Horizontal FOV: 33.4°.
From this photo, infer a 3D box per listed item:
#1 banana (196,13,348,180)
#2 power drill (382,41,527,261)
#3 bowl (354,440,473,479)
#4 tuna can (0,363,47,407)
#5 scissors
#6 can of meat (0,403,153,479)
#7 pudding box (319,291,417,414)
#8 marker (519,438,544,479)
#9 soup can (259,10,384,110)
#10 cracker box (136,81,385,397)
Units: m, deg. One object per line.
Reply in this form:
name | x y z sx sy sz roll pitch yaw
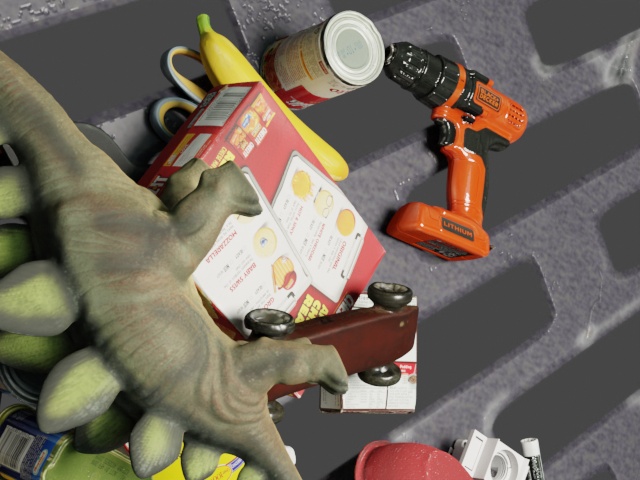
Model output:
banana | -0.042 -0.114 0.931 0.197 0.037 0.069 48 36 -20
power drill | 0.121 -0.086 1.049 0.184 0.057 0.187 22 73 -30
bowl | 0.103 0.241 0.951 0.162 0.055 0.162 41 28 -28
tuna can | -0.205 0.078 0.784 0.085 0.034 0.086 -4 97 -41
scissors | -0.071 -0.086 0.944 0.201 0.016 0.096 43 60 -22
can of meat | -0.184 0.168 0.782 0.102 0.084 0.057 41 67 -41
pudding box | 0.045 0.104 0.989 0.089 0.039 0.113 6 79 -33
marker | 0.225 0.266 1.103 0.020 0.020 0.121 -10 91 -35
soup can | 0.001 -0.159 0.950 0.068 0.102 0.068 5 82 -34
cracker box | -0.056 0.001 0.886 0.213 0.072 0.164 52 58 -35
